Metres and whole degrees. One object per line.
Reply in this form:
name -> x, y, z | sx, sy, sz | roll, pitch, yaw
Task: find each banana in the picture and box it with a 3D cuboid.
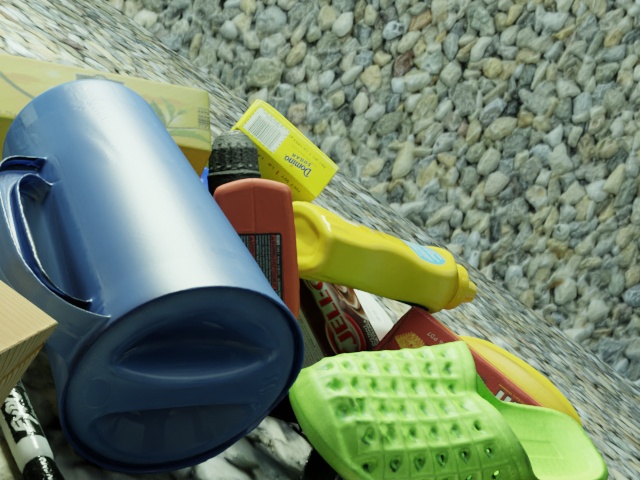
banana -> 0.176, 0.136, 1.017 | 0.198, 0.037, 0.069 | 37, -31, 38

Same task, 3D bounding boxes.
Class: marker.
marker -> -0.150, 0.092, 0.532 | 0.020, 0.020, 0.121 | 28, 13, -42

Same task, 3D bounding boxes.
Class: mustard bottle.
mustard bottle -> 0.056, 0.021, 0.886 | 0.191, 0.058, 0.096 | 17, 5, -33

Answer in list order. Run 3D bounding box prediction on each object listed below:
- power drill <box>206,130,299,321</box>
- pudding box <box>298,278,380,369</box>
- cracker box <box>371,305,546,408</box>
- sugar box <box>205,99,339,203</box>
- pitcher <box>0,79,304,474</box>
power drill -> -0.055, 0.001, 0.780 | 0.057, 0.184, 0.188 | -4, -2, -7
pudding box -> -0.004, 0.057, 0.915 | 0.089, 0.039, 0.113 | -11, 70, -60
cracker box -> 0.121, 0.144, 0.939 | 0.164, 0.072, 0.213 | 38, -9, 9
sugar box -> -0.065, -0.052, 0.969 | 0.093, 0.048, 0.176 | 42, -33, -8
pitcher -> -0.120, 0.003, 0.626 | 0.144, 0.149, 0.243 | -16, 43, -17
